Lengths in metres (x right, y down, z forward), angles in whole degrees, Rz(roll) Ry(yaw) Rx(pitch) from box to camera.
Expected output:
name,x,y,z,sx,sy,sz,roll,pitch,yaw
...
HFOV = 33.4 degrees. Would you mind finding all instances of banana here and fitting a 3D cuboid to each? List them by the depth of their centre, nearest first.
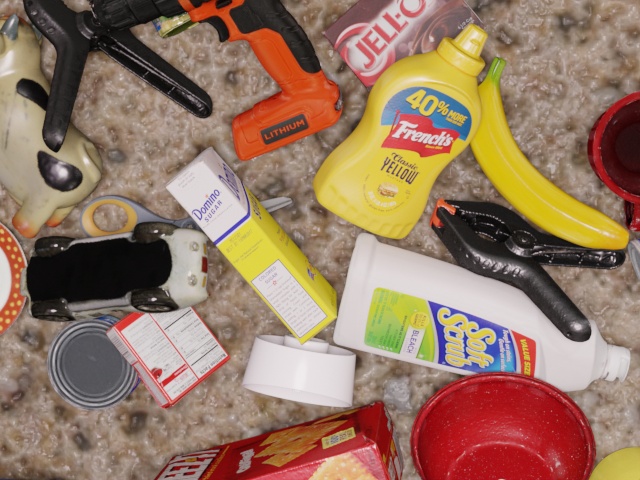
name,x,y,z,sx,sy,sz,roll,pitch,yaw
banana,0.180,-0.061,0.912,0.070,0.037,0.198,-39,79,28

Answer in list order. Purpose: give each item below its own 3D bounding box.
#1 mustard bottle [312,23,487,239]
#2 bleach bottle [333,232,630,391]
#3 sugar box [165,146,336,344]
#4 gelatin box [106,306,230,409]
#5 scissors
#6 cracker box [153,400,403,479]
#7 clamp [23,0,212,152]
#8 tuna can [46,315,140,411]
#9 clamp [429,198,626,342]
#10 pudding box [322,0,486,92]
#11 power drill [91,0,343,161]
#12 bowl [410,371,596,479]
name,x,y,z,sx,sy,sz,roll,pitch,yaw
mustard bottle,0.080,-0.097,0.897,0.096,0.058,0.192,24,113,-21
bleach bottle,0.143,0.072,0.922,0.251,0.068,0.103,14,124,3
sugar box,-0.056,0.001,0.919,0.048,0.093,0.176,-37,99,7
gelatin box,-0.137,0.095,0.962,0.073,0.030,0.089,-38,92,-31
scissors,-0.134,-0.025,0.975,0.202,0.016,0.096,-30,91,8
cracker box,-0.040,0.208,0.913,0.214,0.164,0.072,-16,92,7
clamp,-0.191,-0.179,0.934,0.036,0.164,0.210,-38,69,49
tuna can,-0.206,0.112,0.987,0.086,0.033,0.086,1,95,6
clamp,0.170,0.019,0.905,0.171,0.120,0.039,19,128,8
pudding box,0.073,-0.180,0.925,0.113,0.039,0.090,-40,90,9
power drill,-0.075,-0.163,0.897,0.184,0.057,0.187,-20,119,12
bowl,0.156,0.195,0.919,0.162,0.055,0.162,4,116,8
